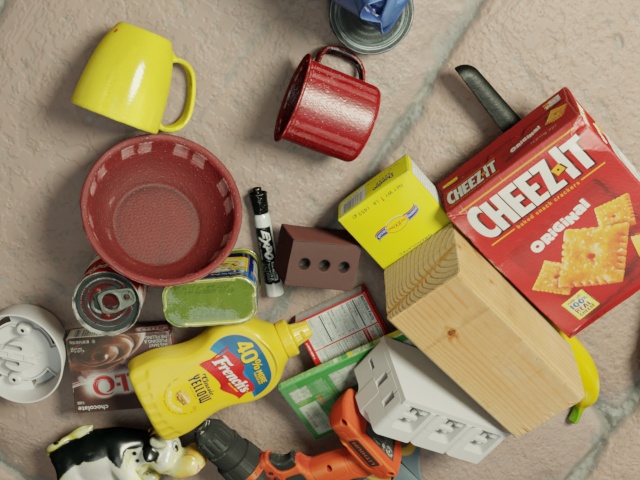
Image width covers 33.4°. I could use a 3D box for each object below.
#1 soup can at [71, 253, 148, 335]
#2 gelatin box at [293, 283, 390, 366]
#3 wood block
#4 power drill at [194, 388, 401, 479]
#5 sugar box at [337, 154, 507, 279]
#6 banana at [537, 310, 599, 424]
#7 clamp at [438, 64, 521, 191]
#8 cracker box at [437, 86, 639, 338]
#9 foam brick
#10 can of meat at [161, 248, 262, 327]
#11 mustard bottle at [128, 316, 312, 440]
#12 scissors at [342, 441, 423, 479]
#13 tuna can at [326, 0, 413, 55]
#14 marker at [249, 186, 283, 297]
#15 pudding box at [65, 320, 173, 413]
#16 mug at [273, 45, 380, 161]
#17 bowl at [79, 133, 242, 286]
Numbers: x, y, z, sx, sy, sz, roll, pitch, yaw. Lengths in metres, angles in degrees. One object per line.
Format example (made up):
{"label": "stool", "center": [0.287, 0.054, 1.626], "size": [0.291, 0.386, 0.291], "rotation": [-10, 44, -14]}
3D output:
{"label": "soup can", "center": [-0.213, 0.048, 1.101], "size": [0.068, 0.102, 0.068], "rotation": [0, 108, -2]}
{"label": "gelatin box", "center": [0.025, 0.099, 1.163], "size": [0.089, 0.030, 0.073], "rotation": [-26, 105, 7]}
{"label": "wood block", "center": [0.166, 0.094, 1.084], "size": [0.091, 0.090, 0.206], "rotation": [-36, 115, 22]}
{"label": "power drill", "center": [-0.021, 0.231, 1.162], "size": [0.188, 0.057, 0.184], "rotation": [-30, 117, 28]}
{"label": "sugar box", "center": [0.107, 0.005, 1.108], "size": [0.093, 0.048, 0.176], "rotation": [-35, 112, 21]}
{"label": "banana", "center": [0.248, 0.122, 1.173], "size": [0.070, 0.037, 0.197], "rotation": [-41, 104, 9]}
{"label": "clamp", "center": [0.210, -0.093, 1.101], "size": [0.210, 0.036, 0.165], "rotation": [6, 116, -4]}
{"label": "cracker box", "center": [0.250, -0.022, 1.080], "size": [0.164, 0.072, 0.213], "rotation": [-38, 117, 19]}
{"label": "foam brick", "center": [-0.004, 0.018, 1.115], "size": [0.078, 0.051, 0.053], "rotation": [5, 108, -20]}
{"label": "can of meat", "center": [-0.113, 0.050, 1.115], "size": [0.102, 0.084, 0.057], "rotation": [-4, 108, -1]}
{"label": "mustard bottle", "center": [-0.098, 0.132, 1.127], "size": [0.191, 0.058, 0.096], "rotation": [-24, 112, -3]}
{"label": "scissors", "center": [0.121, 0.266, 1.197], "size": [0.202, 0.016, 0.096], "rotation": [31, 95, 7]}
{"label": "tuna can", "center": [0.049, -0.228, 1.058], "size": [0.086, 0.034, 0.086], "rotation": [0, 108, -2]}
{"label": "marker", "center": [-0.057, 0.001, 1.135], "size": [0.020, 0.020, 0.121], "rotation": [-9, 107, 1]}
{"label": "pudding box", "center": [-0.215, 0.137, 1.163], "size": [0.113, 0.039, 0.090], "rotation": [-4, 107, -1]}
{"label": "mug", "center": [0.011, -0.139, 1.065], "size": [0.081, 0.093, 0.117], "rotation": [20, 69, -13]}
{"label": "bowl", "center": [-0.163, -0.024, 1.082], "size": [0.162, 0.055, 0.162], "rotation": [5, 71, -14]}
